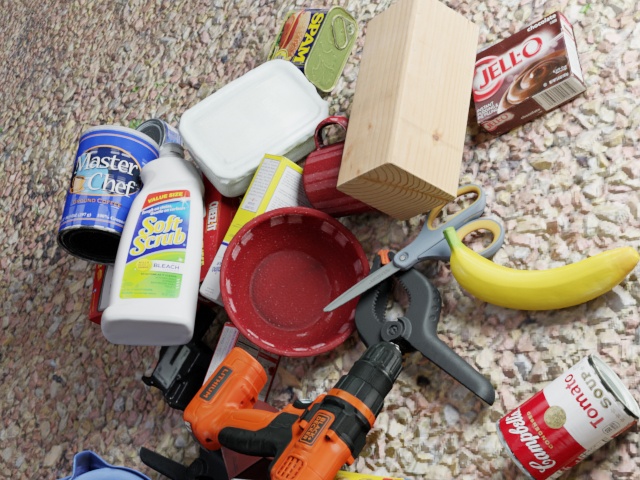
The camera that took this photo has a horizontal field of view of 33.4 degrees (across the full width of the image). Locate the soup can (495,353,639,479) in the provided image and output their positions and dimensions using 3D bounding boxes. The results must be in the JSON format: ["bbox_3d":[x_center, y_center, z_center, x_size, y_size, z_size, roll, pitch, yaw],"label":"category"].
[{"bbox_3d":[0.208,0.151,0.898,0.102,0.068,0.068,-40,47,17],"label":"soup can"}]

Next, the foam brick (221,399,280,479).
[{"bbox_3d":[-0.069,0.214,1.121,0.053,0.051,0.078,-38,47,21],"label":"foam brick"}]

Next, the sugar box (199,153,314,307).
[{"bbox_3d":[-0.058,0.001,1.197,0.048,0.093,0.176,20,81,51],"label":"sugar box"}]

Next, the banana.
[{"bbox_3d":[0.195,0.032,0.983,0.198,0.037,0.069,7,110,36],"label":"banana"}]

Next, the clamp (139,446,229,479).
[{"bbox_3d":[-0.123,0.244,1.163,0.120,0.039,0.172,-51,48,5],"label":"clamp"}]

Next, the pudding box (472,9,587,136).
[{"bbox_3d":[0.210,-0.170,1.092,0.114,0.039,0.090,-24,52,30],"label":"pudding box"}]

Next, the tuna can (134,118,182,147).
[{"bbox_3d":[-0.231,-0.124,1.463,0.086,0.033,0.086,-21,55,32],"label":"tuna can"}]

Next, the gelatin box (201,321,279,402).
[{"bbox_3d":[-0.086,0.142,1.159,0.030,0.073,0.089,5,71,43],"label":"gelatin box"}]

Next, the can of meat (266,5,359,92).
[{"bbox_3d":[-0.012,-0.237,1.316,0.084,0.057,0.102,14,77,47],"label":"can of meat"}]

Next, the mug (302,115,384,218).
[{"bbox_3d":[0.030,-0.079,1.155,0.082,0.117,0.093,-11,23,43],"label":"mug"}]

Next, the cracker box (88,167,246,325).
[{"bbox_3d":[-0.183,0.012,1.319,0.214,0.072,0.164,-18,56,33],"label":"cracker box"}]

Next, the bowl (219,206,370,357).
[{"bbox_3d":[-0.029,0.048,1.137,0.055,0.162,0.162,121,165,-74],"label":"bowl"}]

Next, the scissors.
[{"bbox_3d":[0.102,0.025,1.066,0.201,0.016,0.096,-45,52,-7],"label":"scissors"}]

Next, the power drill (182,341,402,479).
[{"bbox_3d":[-0.029,0.157,1.025,0.188,0.057,0.184,8,50,45],"label":"power drill"}]

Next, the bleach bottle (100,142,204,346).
[{"bbox_3d":[-0.185,-0.005,1.213,0.102,0.068,0.251,2,57,-4],"label":"bleach bottle"}]

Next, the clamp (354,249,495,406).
[{"bbox_3d":[0.073,0.104,1.061,0.165,0.036,0.210,-28,49,17],"label":"clamp"}]

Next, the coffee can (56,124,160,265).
[{"bbox_3d":[-0.255,-0.054,1.292,0.103,0.102,0.140,-14,57,36],"label":"coffee can"}]

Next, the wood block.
[{"bbox_3d":[0.093,-0.139,1.101,0.090,0.090,0.206,-23,49,51],"label":"wood block"}]
